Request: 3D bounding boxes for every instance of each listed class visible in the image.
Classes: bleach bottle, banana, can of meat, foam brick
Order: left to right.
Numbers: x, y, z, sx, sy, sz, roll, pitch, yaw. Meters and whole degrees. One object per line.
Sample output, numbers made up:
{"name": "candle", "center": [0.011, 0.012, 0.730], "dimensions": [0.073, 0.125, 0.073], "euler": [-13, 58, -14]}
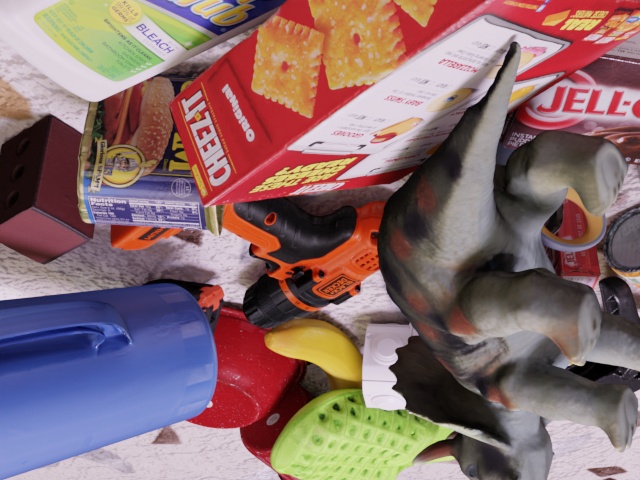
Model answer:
{"name": "foam brick", "center": [-0.184, -0.034, 0.715], "dimensions": [0.053, 0.078, 0.051], "euler": [-25, 139, 32]}
{"name": "can of meat", "center": [-0.099, -0.056, 0.655], "dimensions": [0.084, 0.102, 0.057], "euler": [3, 149, 1]}
{"name": "bleach bottle", "center": [-0.046, -0.154, 0.534], "dimensions": [0.251, 0.068, 0.102], "euler": [-19, 144, 26]}
{"name": "banana", "center": [0.007, 0.114, 0.956], "dimensions": [0.037, 0.069, 0.197], "euler": [17, 153, 32]}

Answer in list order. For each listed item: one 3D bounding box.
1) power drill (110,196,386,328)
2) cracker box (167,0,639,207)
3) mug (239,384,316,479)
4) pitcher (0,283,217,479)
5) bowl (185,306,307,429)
{"name": "power drill", "center": [-0.055, 0.001, 0.787], "dimensions": [0.187, 0.057, 0.185], "euler": [21, 143, -31]}
{"name": "cracker box", "center": [0.048, -0.097, 0.555], "dimensions": [0.163, 0.072, 0.214], "euler": [-9, 164, -47]}
{"name": "mug", "center": [-0.034, 0.187, 1.064], "dimensions": [0.117, 0.093, 0.081], "euler": [23, 163, 45]}
{"name": "pitcher", "center": [-0.194, 0.094, 0.755], "dimensions": [0.242, 0.145, 0.149], "euler": [-9, -163, -38]}
{"name": "bowl", "center": [-0.095, 0.125, 0.964], "dimensions": [0.162, 0.055, 0.162], "euler": [7, 142, 5]}
